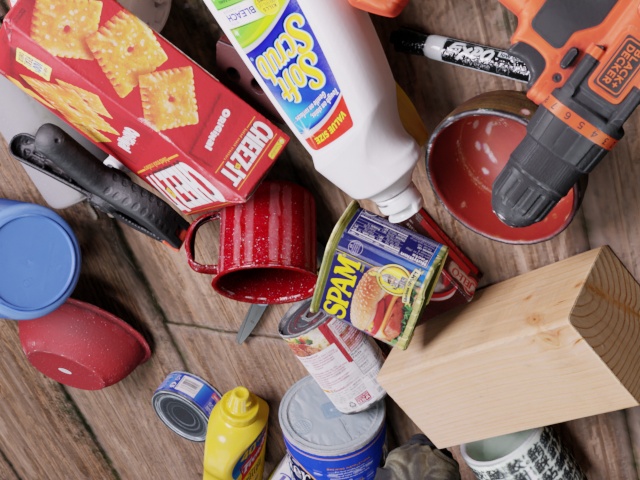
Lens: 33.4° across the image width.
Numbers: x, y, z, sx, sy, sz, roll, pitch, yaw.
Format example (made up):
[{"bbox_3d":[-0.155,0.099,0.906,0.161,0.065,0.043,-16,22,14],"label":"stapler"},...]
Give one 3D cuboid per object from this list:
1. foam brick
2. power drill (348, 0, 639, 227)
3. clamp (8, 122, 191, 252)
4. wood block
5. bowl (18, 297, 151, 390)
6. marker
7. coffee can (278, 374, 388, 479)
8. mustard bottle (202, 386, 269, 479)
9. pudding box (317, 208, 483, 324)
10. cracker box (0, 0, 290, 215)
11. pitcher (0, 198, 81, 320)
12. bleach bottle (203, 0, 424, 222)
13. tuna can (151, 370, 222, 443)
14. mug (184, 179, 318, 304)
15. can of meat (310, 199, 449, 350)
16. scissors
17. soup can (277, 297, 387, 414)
[{"bbox_3d":[-0.035,-0.130,0.809,0.078,0.051,0.053,24,139,16],"label":"foam brick"},{"bbox_3d":[0.112,-0.124,0.651,0.187,0.057,0.184,36,106,3],"label":"power drill"},{"bbox_3d":[-0.180,-0.046,0.894,0.171,0.039,0.120,30,173,-15],"label":"clamp"},{"bbox_3d":[0.156,0.090,0.851,0.090,0.090,0.207,49,139,-14],"label":"wood block"},{"bbox_3d":[-0.274,0.123,1.193,0.162,0.055,0.162,15,150,8],"label":"bowl"},{"bbox_3d":[0.104,-0.127,0.734,0.121,0.020,0.020,18,137,22],"label":"marker"},{"bbox_3d":[0.017,0.212,1.061,0.103,0.102,0.140,16,136,24],"label":"coffee can"},{"bbox_3d":[-0.091,0.220,1.154,0.058,0.096,0.192,25,139,15],"label":"mustard bottle"},{"bbox_3d":[0.066,0.027,0.895,0.090,0.039,0.114,47,139,-11],"label":"pudding box"},{"bbox_3d":[-0.149,-0.109,0.831,0.213,0.072,0.164,38,165,-16],"label":"cracker box"},{"bbox_3d":[-0.325,0.017,1.071,0.243,0.149,0.145,4,126,54],"label":"pitcher"},{"bbox_3d":[0.004,-0.121,0.717,0.103,0.068,0.250,-14,118,43],"label":"bleach bottle"},{"bbox_3d":[-0.149,0.191,1.218,0.086,0.033,0.086,20,138,20],"label":"tuna can"},{"bbox_3d":[-0.056,0.001,0.898,0.117,0.081,0.093,-2,157,4],"label":"mug"},{"bbox_3d":[0.046,0.030,0.841,0.084,0.057,0.102,25,136,10],"label":"can of meat"},{"bbox_3d":[-0.064,0.036,1.020,0.096,0.016,0.202,46,140,-7],"label":"scissors"},{"bbox_3d":[0.017,0.102,0.983,0.069,0.068,0.102,-14,119,44],"label":"soup can"}]
